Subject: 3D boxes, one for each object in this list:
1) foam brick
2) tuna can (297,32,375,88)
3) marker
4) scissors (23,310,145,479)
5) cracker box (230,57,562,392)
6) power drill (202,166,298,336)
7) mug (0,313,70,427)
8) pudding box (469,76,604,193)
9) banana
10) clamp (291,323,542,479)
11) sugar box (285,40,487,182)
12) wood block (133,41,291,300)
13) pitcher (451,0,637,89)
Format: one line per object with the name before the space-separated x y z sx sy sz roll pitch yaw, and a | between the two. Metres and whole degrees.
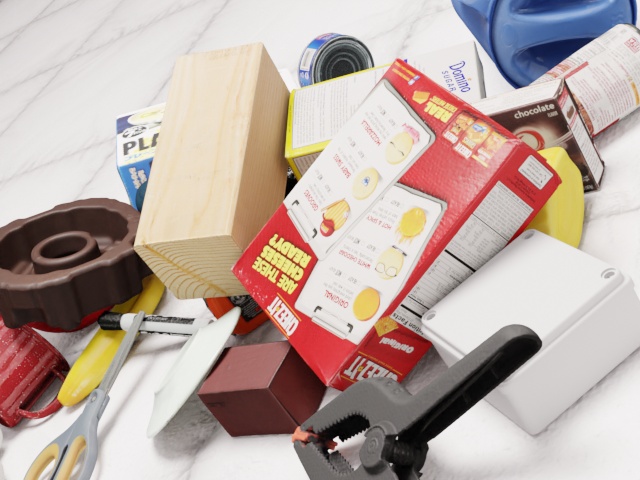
foam brick | -0.044 0.113 0.816 0.078 0.053 0.051 -10 35 39
tuna can | 0.019 -0.192 1.213 0.086 0.086 0.034 -41 29 -14
marker | -0.155 0.078 0.994 0.121 0.020 0.020 3 41 22
scissors | -0.212 0.154 0.946 0.096 0.016 0.201 -25 37 31
cracker box | 0.051 -0.009 0.791 0.214 0.072 0.164 -52 41 7
power drill | -0.057 0.001 1.014 0.184 0.057 0.188 -38 24 1
mug | -0.299 0.135 1.047 0.117 0.093 0.081 28 65 20
pudding box | 0.158 -0.073 0.855 0.114 0.090 0.039 -14 32 34
banana | -0.198 0.084 1.063 0.070 0.037 0.197 -46 12 39
clamp | 0.052 0.123 0.663 0.210 0.036 0.164 4 72 60
sugar box | 0.059 -0.112 0.942 0.176 0.048 0.093 -11 48 15
wood block | -0.087 -0.061 0.929 0.090 0.090 0.206 -6 55 19
pitcher | 0.189 -0.232 1.024 0.145 0.149 0.243 -27 23 5
